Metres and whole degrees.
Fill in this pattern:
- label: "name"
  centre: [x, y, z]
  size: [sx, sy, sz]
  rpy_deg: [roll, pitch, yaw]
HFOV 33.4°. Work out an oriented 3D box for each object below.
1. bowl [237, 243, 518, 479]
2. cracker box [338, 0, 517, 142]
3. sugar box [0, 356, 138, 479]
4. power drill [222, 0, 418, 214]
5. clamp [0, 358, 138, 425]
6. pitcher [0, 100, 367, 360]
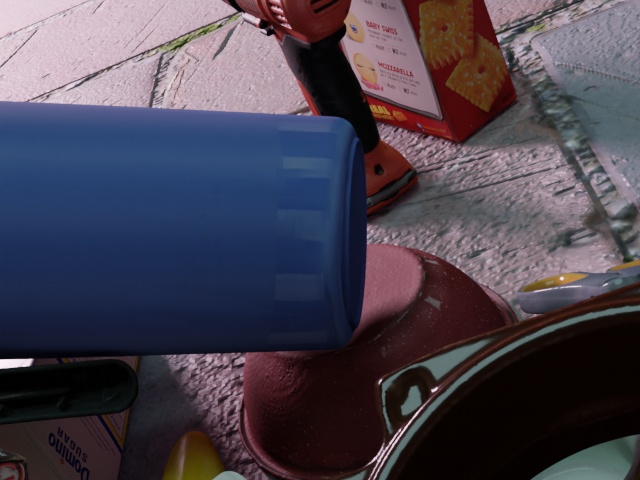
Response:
- label: "bowl"
  centre: [0.020, 0.051, 0.561]
  size: [0.162, 0.055, 0.162]
  rpy_deg: [-19, 30, 11]
- label: "cracker box"
  centre: [0.037, -0.187, 0.767]
  size: [0.072, 0.213, 0.164]
  rpy_deg: [-37, 31, -19]
- label: "sugar box"
  centre: [-0.147, 0.080, 0.605]
  size: [0.048, 0.093, 0.176]
  rpy_deg: [-19, 29, 12]
- label: "power drill"
  centre: [-0.013, -0.116, 0.721]
  size: [0.057, 0.187, 0.185]
  rpy_deg: [-33, 32, -10]
- label: "clamp"
  centre: [-0.180, 0.072, 0.463]
  size: [0.172, 0.039, 0.120]
  rpy_deg: [-8, -9, 20]
- label: "pitcher"
  centre: [-0.101, -0.004, 0.520]
  size: [0.243, 0.145, 0.149]
  rpy_deg: [1, 40, 8]
